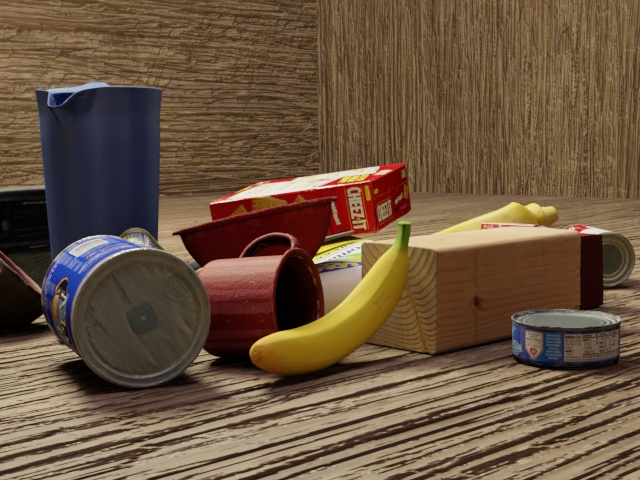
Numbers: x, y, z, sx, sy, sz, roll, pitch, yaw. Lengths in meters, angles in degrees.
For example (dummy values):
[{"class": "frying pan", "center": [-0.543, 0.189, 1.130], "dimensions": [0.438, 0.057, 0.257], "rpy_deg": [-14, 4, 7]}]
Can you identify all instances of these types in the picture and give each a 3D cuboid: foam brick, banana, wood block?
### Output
[{"class": "foam brick", "center": [0.260, 0.031, 1.115], "dimensions": [0.053, 0.078, 0.051], "rpy_deg": [4, 9, 43]}, {"class": "banana", "center": [0.015, 0.059, 0.843], "dimensions": [0.037, 0.069, 0.197], "rpy_deg": [2, 32, 42]}, {"class": "wood block", "center": [0.141, 0.040, 0.973], "dimensions": [0.205, 0.091, 0.090], "rpy_deg": [-6, 7, -42]}]

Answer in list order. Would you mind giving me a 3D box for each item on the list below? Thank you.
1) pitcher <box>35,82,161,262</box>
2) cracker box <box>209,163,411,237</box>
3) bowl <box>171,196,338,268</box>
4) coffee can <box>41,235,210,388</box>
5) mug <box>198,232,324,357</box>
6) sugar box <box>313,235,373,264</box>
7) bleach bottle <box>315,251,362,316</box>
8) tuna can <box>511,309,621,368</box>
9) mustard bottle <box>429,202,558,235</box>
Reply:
[{"class": "pitcher", "center": [-0.230, -0.048, 1.160], "dimensions": [0.149, 0.243, 0.145], "rpy_deg": [-3, 6, -25]}, {"class": "cracker box", "center": [-0.009, -0.042, 1.354], "dimensions": [0.214, 0.072, 0.164], "rpy_deg": [-6, 10, 21]}, {"class": "bowl", "center": [-0.057, 0.001, 1.013], "dimensions": [0.162, 0.055, 0.162], "rpy_deg": [-12, 0, 0]}, {"class": "coffee can", "center": [-0.156, 0.051, 0.835], "dimensions": [0.102, 0.103, 0.140], "rpy_deg": [-3, 6, -23]}, {"class": "mug", "center": [-0.050, 0.044, 0.876], "dimensions": [0.082, 0.117, 0.093], "rpy_deg": [-4, -32, 25]}, {"class": "sugar box", "center": [0.016, 0.029, 1.254], "dimensions": [0.093, 0.048, 0.176], "rpy_deg": [-20, 7, -14]}, {"class": "bleach bottle", "center": [-0.009, 0.054, 1.008], "dimensions": [0.103, 0.068, 0.250], "rpy_deg": [2, 8, 45]}, {"class": "tuna can", "center": [0.196, 0.078, 0.855], "dimensions": [0.086, 0.034, 0.086], "rpy_deg": [-1, 5, 0]}, {"class": "mustard bottle", "center": [0.181, 0.003, 1.186], "dimensions": [0.191, 0.058, 0.096], "rpy_deg": [-21, -21, -17]}]
